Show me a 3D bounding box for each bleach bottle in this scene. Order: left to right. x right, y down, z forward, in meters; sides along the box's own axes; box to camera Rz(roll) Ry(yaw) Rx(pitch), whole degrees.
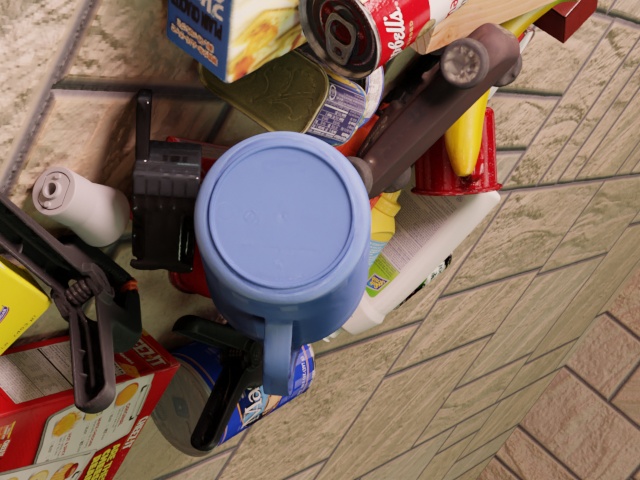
[{"bbox_3d":[0.079,0.010,1.186,0.251,0.103,0.068,-47,151,12],"label":"bleach bottle"}]

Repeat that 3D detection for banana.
[{"bbox_3d":[0.157,-0.158,0.980,0.037,0.070,0.198,13,111,-52],"label":"banana"}]

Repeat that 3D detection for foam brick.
[{"bbox_3d":[0.227,-0.243,1.051,0.053,0.078,0.051,-46,156,-8],"label":"foam brick"}]

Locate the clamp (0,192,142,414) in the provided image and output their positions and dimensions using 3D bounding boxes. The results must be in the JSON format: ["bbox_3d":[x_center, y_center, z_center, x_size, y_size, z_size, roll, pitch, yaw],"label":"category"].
[{"bbox_3d":[-0.171,0.028,0.736,0.036,0.164,0.210,-32,-179,4],"label":"clamp"}]

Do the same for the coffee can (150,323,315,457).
[{"bbox_3d":[-0.088,0.136,1.051,0.140,0.103,0.103,-26,149,-43],"label":"coffee can"}]

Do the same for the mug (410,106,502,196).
[{"bbox_3d":[0.137,-0.089,1.061,0.093,0.081,0.117,-5,-170,-8],"label":"mug"}]

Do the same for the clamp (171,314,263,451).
[{"bbox_3d":[-0.076,0.094,0.953,0.171,0.039,0.120,-46,136,-54],"label":"clamp"}]

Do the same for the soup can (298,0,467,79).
[{"bbox_3d":[0.044,-0.158,0.686,0.102,0.068,0.068,-39,156,-28],"label":"soup can"}]

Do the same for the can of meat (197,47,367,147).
[{"bbox_3d":[-0.024,-0.111,0.770,0.057,0.102,0.083,-59,158,12],"label":"can of meat"}]

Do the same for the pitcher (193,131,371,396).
[{"bbox_3d":[-0.025,0.014,0.752,0.145,0.149,0.243,-40,174,-6],"label":"pitcher"}]

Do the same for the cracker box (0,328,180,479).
[{"bbox_3d":[-0.235,0.157,0.859,0.213,0.072,0.164,-10,137,-58],"label":"cracker box"}]
